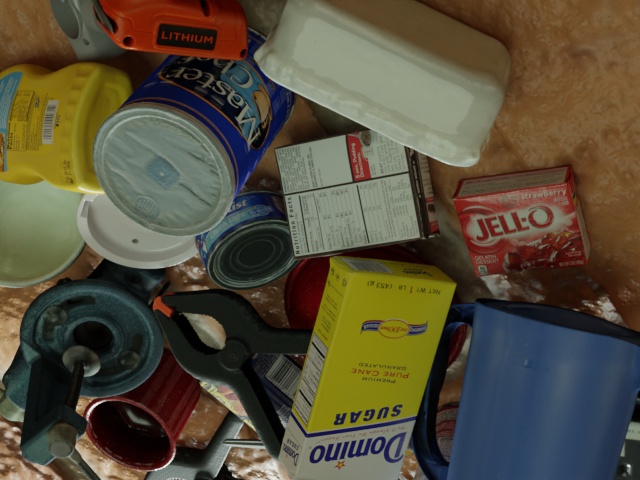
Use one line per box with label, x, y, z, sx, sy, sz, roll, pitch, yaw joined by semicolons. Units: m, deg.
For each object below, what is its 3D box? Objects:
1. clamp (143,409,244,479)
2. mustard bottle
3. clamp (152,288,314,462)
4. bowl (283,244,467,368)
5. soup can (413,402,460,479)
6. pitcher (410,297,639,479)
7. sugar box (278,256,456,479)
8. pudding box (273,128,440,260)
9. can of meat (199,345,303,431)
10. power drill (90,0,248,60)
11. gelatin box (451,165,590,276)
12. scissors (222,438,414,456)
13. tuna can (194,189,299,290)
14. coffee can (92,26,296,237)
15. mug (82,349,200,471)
clamp;-0.099;0.248;1.077;0.210;0.036;0.164;-26;111;35
mustard bottle;-0.226;-0.091;0.844;0.192;0.058;0.096;8;90;42
clamp;-0.065;0.102;0.873;0.171;0.039;0.120;23;94;15
bowl;0.038;0.078;0.893;0.162;0.055;0.162;10;127;13
soup can;0.116;0.199;0.919;0.068;0.102;0.068;10;126;14
pitcher;0.148;0.166;0.803;0.145;0.149;0.243;11;94;-13
sugar box;0.035;0.102;0.819;0.093;0.048;0.176;7;105;-24
pudding box;0.026;-0.037;0.804;0.114;0.039;0.090;-9;94;28
can of meat;-0.053;0.128;0.947;0.084;0.057;0.102;42;153;-8
power drill;-0.057;-0.207;0.666;0.184;0.057;0.188;1;127;-30
gelatin box;0.151;-0.013;0.800;0.089;0.030;0.073;-7;121;24
scissors;-0.011;0.188;0.949;0.201;0.016;0.096;5;155;-27
tuna can;-0.056;0.001;0.857;0.086;0.034;0.086;-15;142;-13
coffee can;-0.087;-0.083;0.770;0.103;0.140;0.103;10;127;14
mug;-0.166;0.165;1.014;0.093;0.081;0.117;17;128;9
